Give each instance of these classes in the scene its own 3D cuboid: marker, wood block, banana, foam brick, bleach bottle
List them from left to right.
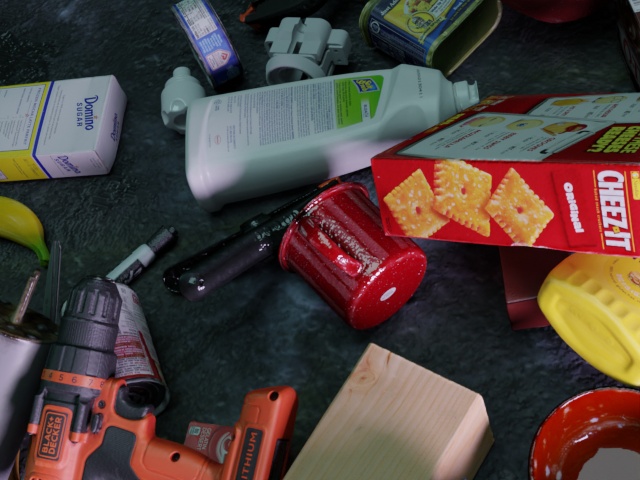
[{"bbox_3d":[-0.336,-0.009,0.988,0.198,0.037,0.069,-2,58,16],"label":"banana"},{"bbox_3d":[-0.172,0.029,0.924,0.121,0.020,0.020,-42,57,-10],"label":"marker"},{"bbox_3d":[0.012,-0.095,0.918,0.251,0.068,0.102,-9,58,9],"label":"bleach bottle"},{"bbox_3d":[0.025,0.188,0.722,0.091,0.090,0.206,23,68,28],"label":"wood block"},{"bbox_3d":[0.163,0.021,0.805,0.053,0.051,0.078,-9,57,11],"label":"foam brick"}]

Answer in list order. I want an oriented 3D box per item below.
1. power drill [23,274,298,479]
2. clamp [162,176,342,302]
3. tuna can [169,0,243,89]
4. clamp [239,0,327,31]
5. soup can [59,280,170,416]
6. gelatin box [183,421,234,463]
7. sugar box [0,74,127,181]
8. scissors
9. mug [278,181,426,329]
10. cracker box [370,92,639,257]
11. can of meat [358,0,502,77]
[{"bbox_3d":[-0.114,0.125,0.757,0.188,0.057,0.184,8,83,16],"label":"power drill"},{"bbox_3d":[-0.056,0.001,0.878,0.171,0.039,0.120,-29,14,-22],"label":"clamp"},{"bbox_3d":[-0.106,-0.187,0.997,0.033,0.086,0.086,-29,55,-3],"label":"tuna can"},{"bbox_3d":[0.000,-0.283,1.001,0.210,0.036,0.164,-36,57,25],"label":"clamp"},{"bbox_3d":[-0.166,0.091,0.855,0.068,0.068,0.102,-26,55,1],"label":"soup can"},{"bbox_3d":[-0.071,0.183,0.791,0.073,0.030,0.089,5,62,19],"label":"gelatin box"},{"bbox_3d":[-0.280,-0.105,1.026,0.176,0.048,0.093,-1,59,13],"label":"sugar box"},{"bbox_3d":[-0.207,0.104,0.836,0.096,0.016,0.202,12,88,45],"label":"scissors"},{"bbox_3d":[0.023,0.011,0.819,0.093,0.117,0.082,-48,61,5],"label":"mug"},{"bbox_3d":[0.170,-0.052,0.760,0.214,0.072,0.163,7,26,43],"label":"cracker box"},{"bbox_3d":[0.100,-0.201,0.958,0.084,0.057,0.102,37,76,29],"label":"can of meat"}]
